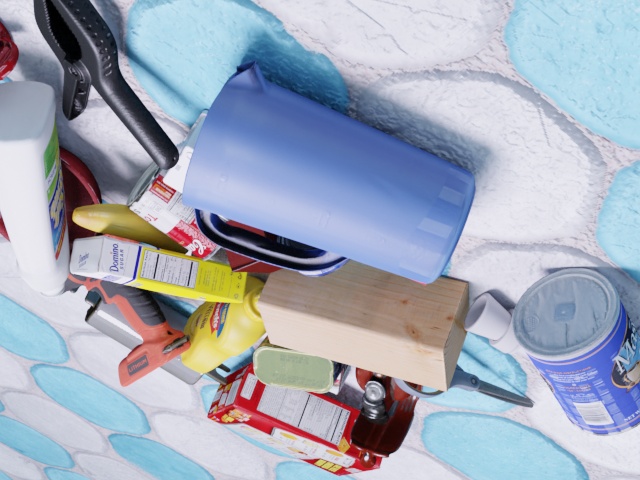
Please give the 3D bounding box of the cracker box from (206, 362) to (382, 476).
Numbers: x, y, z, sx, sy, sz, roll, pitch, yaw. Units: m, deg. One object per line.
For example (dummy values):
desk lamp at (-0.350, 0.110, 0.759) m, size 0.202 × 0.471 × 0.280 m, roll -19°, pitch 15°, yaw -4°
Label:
cracker box at (-0.031, 0.244, 1.444) m, size 0.213 × 0.072 × 0.164 m, roll 25°, pitch 159°, yaw -10°

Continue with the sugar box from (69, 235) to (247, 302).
sugar box at (-0.178, 0.034, 1.180) m, size 0.175 × 0.048 × 0.093 m, roll 11°, pitch 172°, yaw -31°

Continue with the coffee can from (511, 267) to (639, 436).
coffee can at (0.258, 0.108, 1.029) m, size 0.103 × 0.102 × 0.140 m, roll -2°, pitch 140°, yaw 37°

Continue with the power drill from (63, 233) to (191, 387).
power drill at (-0.254, 0.081, 1.302) m, size 0.185 × 0.057 × 0.187 m, roll -30°, pitch 90°, yaw 39°

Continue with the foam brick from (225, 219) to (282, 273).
foam brick at (-0.057, 0.001, 1.098) m, size 0.053 × 0.051 × 0.078 m, roll -22°, pitch 168°, yaw 25°

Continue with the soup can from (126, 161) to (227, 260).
soup can at (-0.146, -0.035, 1.133) m, size 0.102 × 0.068 × 0.069 m, roll 36°, pitch 148°, yaw -18°

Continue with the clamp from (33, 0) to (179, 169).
clamp at (-0.223, -0.167, 1.004) m, size 0.165 × 0.036 × 0.210 m, roll 21°, pitch 146°, yaw 39°

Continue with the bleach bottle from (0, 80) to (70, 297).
bleach bottle at (-0.300, -0.039, 1.125) m, size 0.068 × 0.102 × 0.251 m, roll 2°, pitch 136°, yaw -1°

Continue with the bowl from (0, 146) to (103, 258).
bowl at (-0.307, -0.055, 1.206) m, size 0.162 × 0.055 × 0.162 m, roll 11°, pitch 129°, yaw 13°

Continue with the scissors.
scissors at (0.162, 0.143, 1.219) m, size 0.201 × 0.096 × 0.016 m, roll 7°, pitch 152°, yaw -35°

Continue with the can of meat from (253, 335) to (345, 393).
can of meat at (-0.019, 0.130, 1.234) m, size 0.102 × 0.083 × 0.057 m, roll 5°, pitch 113°, yaw 17°

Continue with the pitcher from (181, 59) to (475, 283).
pitcher at (0.005, -0.044, 0.953) m, size 0.243 × 0.145 × 0.149 m, roll 22°, pitch 169°, yaw 0°

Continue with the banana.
banana at (-0.194, -0.008, 1.184) m, size 0.070 × 0.037 × 0.197 m, roll -18°, pitch 161°, yaw 16°

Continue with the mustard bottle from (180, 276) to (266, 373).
mustard bottle at (-0.101, 0.093, 1.267) m, size 0.058 × 0.096 × 0.192 m, roll 32°, pitch 149°, yaw -18°

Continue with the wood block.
wood block at (0.048, 0.079, 1.147) m, size 0.206 × 0.090 × 0.091 m, roll 13°, pitch 147°, yaw 18°
